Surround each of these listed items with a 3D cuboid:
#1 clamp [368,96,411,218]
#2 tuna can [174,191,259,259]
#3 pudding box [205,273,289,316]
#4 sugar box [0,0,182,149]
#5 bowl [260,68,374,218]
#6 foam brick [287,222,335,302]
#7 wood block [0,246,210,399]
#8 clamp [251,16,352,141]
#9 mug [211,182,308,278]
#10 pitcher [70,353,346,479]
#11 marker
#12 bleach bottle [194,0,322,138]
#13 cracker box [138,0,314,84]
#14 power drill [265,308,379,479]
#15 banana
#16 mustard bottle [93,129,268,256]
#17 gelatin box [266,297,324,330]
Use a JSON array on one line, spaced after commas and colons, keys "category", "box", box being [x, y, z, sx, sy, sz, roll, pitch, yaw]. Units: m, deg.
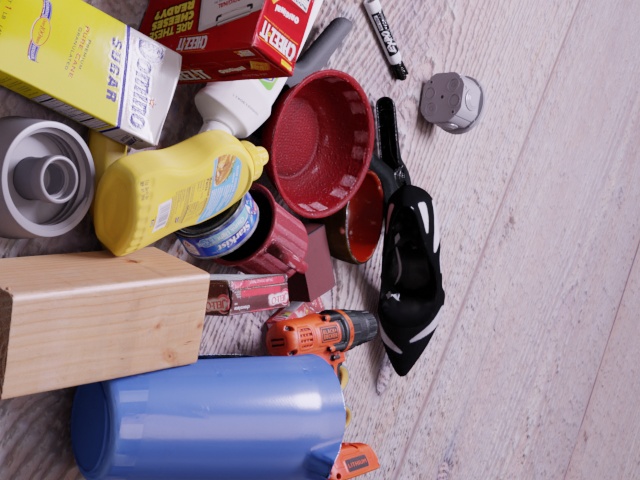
[{"category": "clamp", "box": [0.083, -0.080, 1.337, 0.120, 0.039, 0.171, -53, 135, -44]}, {"category": "tuna can", "box": [-0.107, -0.024, 1.071, 0.086, 0.086, 0.033, -60, 139, -29]}, {"category": "pudding box", "box": [-0.101, 0.054, 1.065, 0.089, 0.114, 0.039, -3, 93, -52]}, {"category": "sugar box", "box": [-0.210, -0.155, 0.928, 0.176, 0.048, 0.093, 23, 74, -33]}, {"category": "bowl", "box": [-0.013, -0.107, 1.157, 0.161, 0.055, 0.162, -18, 114, -44]}, {"category": "foam brick", "box": [-0.022, 0.025, 1.213, 0.051, 0.053, 0.078, -30, 117, -47]}, {"category": "wood block", "box": [-0.206, 0.065, 0.928, 0.205, 0.091, 0.090, -5, 111, -48]}, {"category": "clamp", "box": [-0.029, -0.171, 1.196, 0.209, 0.036, 0.164, -8, 104, -49]}, {"category": "mug", "box": [-0.057, 0.001, 1.120, 0.093, 0.117, 0.081, -58, 143, -3]}, {"category": "pitcher", "box": [-0.112, 0.168, 1.027, 0.242, 0.149, 0.145, 5, 72, -32]}, {"category": "marker", "box": [0.084, -0.253, 1.350, 0.020, 0.020, 0.121, -55, 133, -33]}, {"category": "bleach bottle", "box": [-0.071, -0.206, 1.099, 0.102, 0.068, 0.250, 34, 65, -25]}, {"category": "cracker box", "box": [-0.076, -0.260, 1.026, 0.072, 0.164, 0.213, 30, 70, -47]}, {"category": "power drill", "box": [0.016, 0.171, 1.202, 0.184, 0.057, 0.187, -4, 82, -53]}, {"category": "banana", "box": [-0.191, -0.071, 1.000, 0.069, 0.037, 0.198, 8, 87, -52]}, {"category": "mustard bottle", "box": [-0.119, -0.055, 0.997, 0.191, 0.058, 0.096, -25, 146, -44]}, {"category": "gelatin box", "box": [-0.021, 0.113, 1.243, 0.073, 0.030, 0.089, -40, 124, -42]}]
